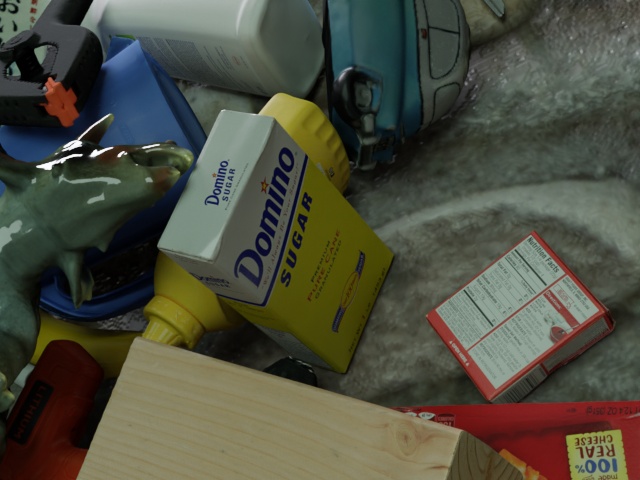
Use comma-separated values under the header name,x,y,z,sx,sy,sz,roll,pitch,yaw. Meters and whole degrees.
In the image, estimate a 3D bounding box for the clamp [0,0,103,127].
name,x,y,z,sx,sy,sz,roll,pitch,yaw
clamp,-0.216,-0.123,0.753,0.164,0.036,0.210,-30,36,-4

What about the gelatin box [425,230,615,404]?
name,x,y,z,sx,sy,sz,roll,pitch,yaw
gelatin box,0.121,0.049,0.650,0.089,0.030,0.073,-38,53,4

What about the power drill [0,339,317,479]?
name,x,y,z,sx,sy,sz,roll,pitch,yaw
power drill,-0.110,0.133,0.689,0.188,0.057,0.184,22,79,25

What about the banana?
name,x,y,z,sx,sy,sz,roll,pitch,yaw
banana,-0.196,0.063,0.798,0.198,0.037,0.069,27,80,34

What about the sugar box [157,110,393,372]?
name,x,y,z,sx,sy,sz,roll,pitch,yaw
sugar box,-0.020,0.006,0.652,0.048,0.176,0.093,13,71,31

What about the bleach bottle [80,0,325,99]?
name,x,y,z,sx,sy,sz,roll,pitch,yaw
bleach bottle,-0.122,-0.169,0.840,0.251,0.102,0.068,13,68,32

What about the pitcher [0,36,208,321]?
name,x,y,z,sx,sy,sz,roll,pitch,yaw
pitcher,-0.191,-0.022,0.767,0.243,0.145,0.149,-29,33,2

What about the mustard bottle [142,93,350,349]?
name,x,y,z,sx,sy,sz,roll,pitch,yaw
mustard bottle,-0.055,0.001,0.701,0.058,0.096,0.191,23,64,29

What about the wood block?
name,x,y,z,sx,sy,sz,roll,pitch,yaw
wood block,-0.014,0.125,0.558,0.206,0.090,0.091,11,72,34
